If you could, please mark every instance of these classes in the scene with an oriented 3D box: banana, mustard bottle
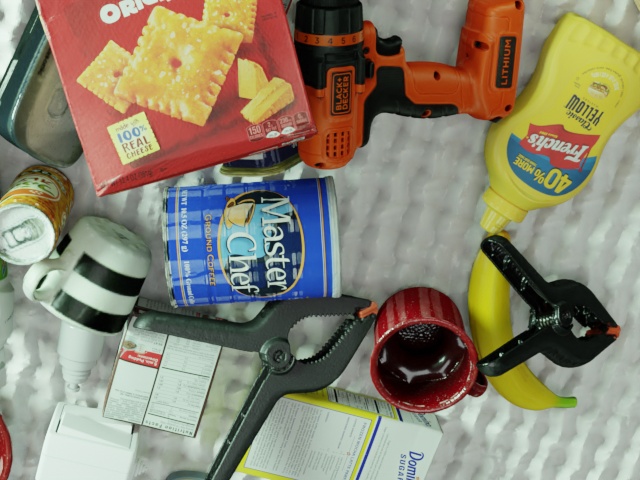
[{"bbox_3d":[0.171,0.085,0.975,0.069,0.037,0.198,-30,112,-12],"label":"banana"},{"bbox_3d":[0.194,-0.087,0.899,0.096,0.058,0.192,27,107,-18],"label":"mustard bottle"}]

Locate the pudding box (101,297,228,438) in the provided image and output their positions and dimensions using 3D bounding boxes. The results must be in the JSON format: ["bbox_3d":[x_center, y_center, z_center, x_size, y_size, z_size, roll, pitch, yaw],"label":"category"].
[{"bbox_3d":[-0.141,0.116,0.964,0.090,0.039,0.113,15,110,-10],"label":"pudding box"}]

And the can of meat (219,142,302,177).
[{"bbox_3d":[-0.043,-0.104,0.856,0.058,0.102,0.084,3,110,26],"label":"can of meat"}]

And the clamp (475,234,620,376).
[{"bbox_3d":[0.196,0.077,0.933,0.171,0.039,0.120,24,73,-29],"label":"clamp"}]

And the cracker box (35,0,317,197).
[{"bbox_3d":[-0.107,-0.155,0.752,0.164,0.072,0.214,-16,99,-3],"label":"cracker box"}]

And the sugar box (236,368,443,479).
[{"bbox_3d":[0.016,0.188,0.997,0.176,0.048,0.093,16,106,-12],"label":"sugar box"}]

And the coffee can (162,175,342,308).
[{"bbox_3d":[-0.056,0.001,0.892,0.140,0.103,0.103,-4,110,-2],"label":"coffee can"}]

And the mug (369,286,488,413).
[{"bbox_3d":[0.099,0.098,0.945,0.117,0.081,0.093,30,110,-11],"label":"mug"}]

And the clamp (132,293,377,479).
[{"bbox_3d":[-0.049,0.093,0.931,0.209,0.036,0.164,-32,102,-14],"label":"clamp"}]

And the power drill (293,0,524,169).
[{"bbox_3d":[0.066,-0.154,0.832,0.187,0.057,0.184,-9,118,-22],"label":"power drill"}]
